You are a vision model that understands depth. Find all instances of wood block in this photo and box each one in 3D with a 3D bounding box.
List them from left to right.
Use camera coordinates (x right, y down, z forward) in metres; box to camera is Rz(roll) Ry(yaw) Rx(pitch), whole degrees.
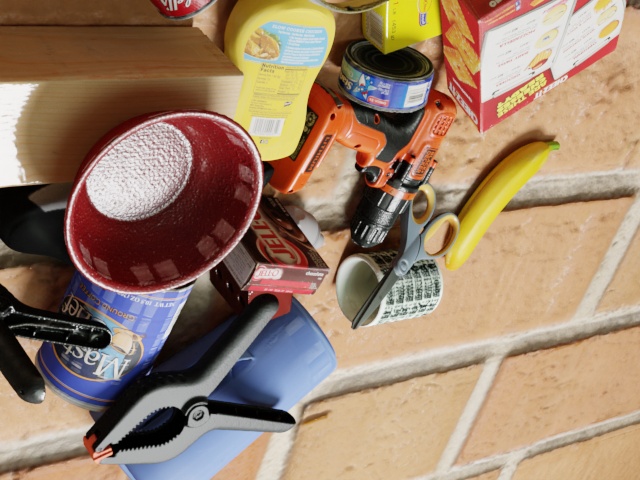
[{"bbox_3d":[-0.176,-0.107,0.823,0.205,0.090,0.091,-8,130,-34],"label":"wood block"}]

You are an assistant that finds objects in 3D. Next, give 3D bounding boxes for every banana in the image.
[{"bbox_3d":[0.204,-0.046,1.236,0.198,0.037,0.069,-48,139,8],"label":"banana"}]

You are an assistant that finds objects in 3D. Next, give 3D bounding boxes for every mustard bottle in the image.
[{"bbox_3d":[-0.039,-0.162,0.910,0.096,0.058,0.192,0,126,-33],"label":"mustard bottle"}]

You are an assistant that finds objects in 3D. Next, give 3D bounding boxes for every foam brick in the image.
[{"bbox_3d":[-0.069,0.038,1.055,0.051,0.078,0.053,-20,136,-27],"label":"foam brick"}]

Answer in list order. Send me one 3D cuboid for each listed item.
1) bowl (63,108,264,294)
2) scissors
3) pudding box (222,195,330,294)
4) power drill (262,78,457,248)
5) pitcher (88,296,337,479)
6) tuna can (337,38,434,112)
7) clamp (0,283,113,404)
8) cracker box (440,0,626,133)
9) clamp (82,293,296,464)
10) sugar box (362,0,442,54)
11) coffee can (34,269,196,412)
[{"bbox_3d":[-0.125,-0.039,0.807,0.161,0.055,0.162,-21,134,-24],"label":"bowl"},{"bbox_3d":[0.082,0.007,1.132,0.201,0.016,0.096,-33,108,-40],"label":"scissors"},{"bbox_3d":[-0.056,0.001,1.002,0.089,0.114,0.039,7,123,-43],"label":"pudding box"},{"bbox_3d":[0.033,-0.076,1.053,0.187,0.057,0.185,5,120,-45],"label":"power drill"},{"bbox_3d":[-0.106,0.156,1.091,0.242,0.149,0.145,-37,113,-12],"label":"pitcher"},{"bbox_3d":[0.060,-0.152,0.980,0.085,0.086,0.034,-12,131,-32],"label":"tuna can"},{"bbox_3d":[-0.263,0.071,0.858,0.120,0.171,0.039,-65,176,-71],"label":"clamp"},{"bbox_3d":[0.194,-0.207,0.970,0.164,0.072,0.213,-32,159,-3],"label":"cracker box"},{"bbox_3d":[-0.114,0.156,0.988,0.209,0.036,0.164,-28,129,-18],"label":"clamp"},{"bbox_3d":[0.121,-0.242,0.980,0.176,0.048,0.093,-22,137,-21],"label":"sugar box"},{"bbox_3d":[-0.186,0.069,0.966,0.102,0.103,0.140,6,121,-43],"label":"coffee can"}]
